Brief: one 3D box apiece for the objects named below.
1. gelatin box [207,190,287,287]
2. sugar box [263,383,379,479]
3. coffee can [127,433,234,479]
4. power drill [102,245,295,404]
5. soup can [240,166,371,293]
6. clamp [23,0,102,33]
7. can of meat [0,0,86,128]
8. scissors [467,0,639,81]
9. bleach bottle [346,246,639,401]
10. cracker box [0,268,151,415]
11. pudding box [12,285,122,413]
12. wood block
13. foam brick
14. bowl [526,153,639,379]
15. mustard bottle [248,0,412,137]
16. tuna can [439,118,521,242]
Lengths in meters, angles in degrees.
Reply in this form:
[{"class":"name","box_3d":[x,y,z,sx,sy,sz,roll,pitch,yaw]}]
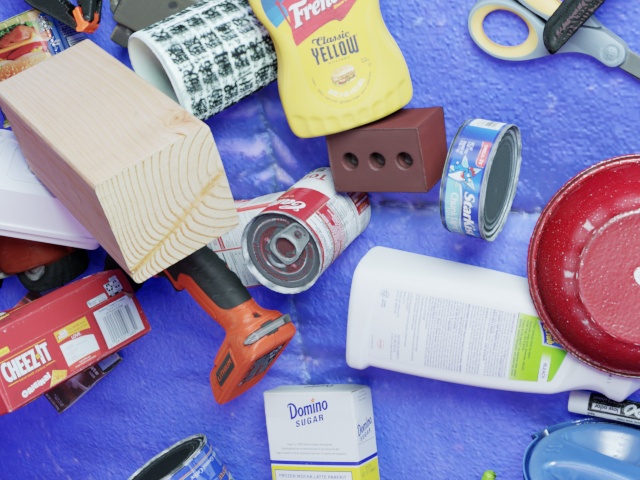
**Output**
[{"class":"gelatin box","box_3d":[-0.056,0.001,0.913,0.089,0.030,0.073,-9,110,34]},{"class":"sugar box","box_3d":[0.005,0.217,0.947,0.093,0.048,0.176,-4,89,29]},{"class":"coffee can","box_3d":[-0.116,0.274,1.035,0.103,0.102,0.140,-28,99,35]},{"class":"power drill","box_3d":[-0.114,0.046,0.917,0.188,0.057,0.185,50,143,12]},{"class":"soup can","box_3d":[-0.009,-0.010,0.838,0.069,0.102,0.068,12,119,22]},{"class":"clamp","box_3d":[-0.215,-0.250,0.848,0.120,0.039,0.171,-35,94,19]},{"class":"can of meat","box_3d":[-0.243,-0.153,0.920,0.102,0.057,0.084,-13,104,31]},{"class":"scissors","box_3d":[0.182,-0.123,0.736,0.202,0.016,0.096,48,127,-1]},{"class":"bleach bottle","box_3d":[0.148,0.077,0.826,0.251,0.068,0.102,13,118,19]},{"class":"cracker box","box_3d":[-0.280,0.102,0.937,0.214,0.163,0.072,-18,99,40]},{"class":"pudding box","box_3d":[-0.264,0.104,1.067,0.113,0.039,0.090,49,126,-1]},{"class":"wood block","box_3d":[-0.157,-0.067,0.803,0.206,0.090,0.090,37,151,46]},{"class":"foam brick","box_3d":[0.052,-0.069,0.809,0.078,0.051,0.053,1,115,27]},{"class":"bowl","box_3d":[0.222,0.022,0.729,0.162,0.055,0.162,2,96,13]},{"class":"mustard bottle","box_3d":[-0.002,-0.173,0.754,0.096,0.058,0.191,-17,118,2]},{"class":"tuna can","box_3d":[0.116,-0.044,0.767,0.034,0.086,0.086,14,119,23]}]
